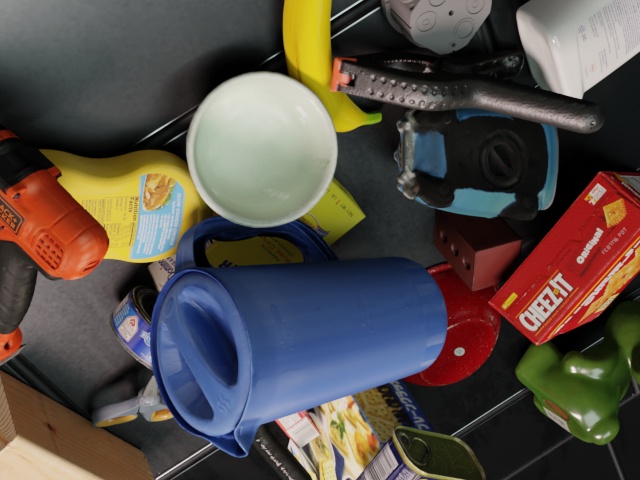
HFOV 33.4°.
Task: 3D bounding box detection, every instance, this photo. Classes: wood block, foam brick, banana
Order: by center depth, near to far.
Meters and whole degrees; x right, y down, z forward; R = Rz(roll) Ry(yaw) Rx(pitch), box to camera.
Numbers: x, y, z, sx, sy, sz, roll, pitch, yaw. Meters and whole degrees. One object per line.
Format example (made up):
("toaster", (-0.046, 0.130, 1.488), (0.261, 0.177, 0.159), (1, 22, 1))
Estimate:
("banana", (0.001, -0.153, 0.861), (0.069, 0.037, 0.198), (-48, 143, -25))
("wood block", (-0.249, 0.216, 0.990), (0.090, 0.091, 0.205), (-40, 134, 5))
("foam brick", (0.152, 0.002, 1.041), (0.051, 0.078, 0.053), (-17, 133, -18))

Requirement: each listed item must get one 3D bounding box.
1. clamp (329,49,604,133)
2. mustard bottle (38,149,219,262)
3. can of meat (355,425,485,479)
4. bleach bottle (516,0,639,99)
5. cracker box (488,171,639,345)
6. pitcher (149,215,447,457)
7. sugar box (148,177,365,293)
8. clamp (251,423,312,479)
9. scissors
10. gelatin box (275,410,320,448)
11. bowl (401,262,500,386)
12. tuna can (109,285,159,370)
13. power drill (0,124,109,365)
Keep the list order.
("clamp", (0.114, -0.125, 0.863), (0.209, 0.165, 0.036), (-2, 116, -23))
("mustard bottle", (-0.153, -0.027, 0.863), (0.191, 0.058, 0.096), (-3, 122, -26))
("can of meat", (0.086, 0.223, 0.979), (0.101, 0.057, 0.084), (18, 119, -37))
("bleach bottle", (0.297, -0.227, 0.942), (0.251, 0.068, 0.102), (-33, 135, -4))
("cracker box", (0.273, 0.015, 1.063), (0.164, 0.072, 0.213), (-53, 161, 19))
("pitcher", (-0.012, 0.067, 0.890), (0.242, 0.145, 0.149), (-7, 123, -42))
("sugar box", (-0.056, 0.001, 0.949), (0.176, 0.048, 0.093), (-42, 134, 7))
("clamp", (-0.068, 0.182, 1.050), (0.039, 0.120, 0.171), (-48, 137, -24))
("scissors", (-0.173, 0.146, 0.963), (0.096, 0.016, 0.202), (-12, 163, -1))
("gelatin box", (-0.040, 0.155, 1.066), (0.030, 0.073, 0.089), (-33, 134, -2))
("bowl", (0.132, 0.102, 1.130), (0.162, 0.055, 0.162), (-15, 132, -18))
("tuna can", (-0.141, 0.079, 0.939), (0.086, 0.086, 0.034), (28, 108, -41))
("power drill", (-0.255, -0.003, 0.783), (0.057, 0.184, 0.188), (-35, 166, -50))
